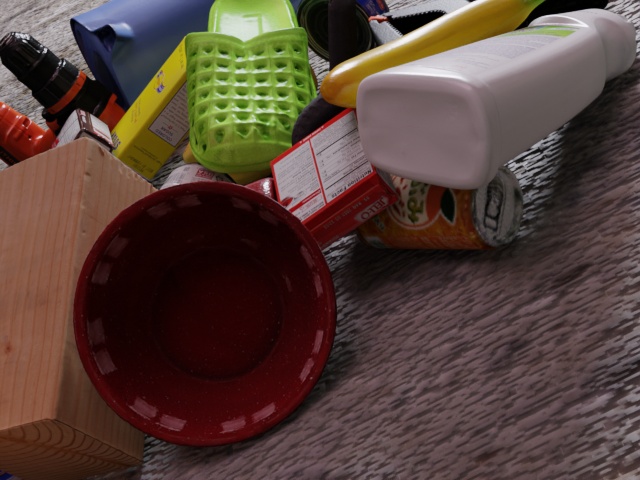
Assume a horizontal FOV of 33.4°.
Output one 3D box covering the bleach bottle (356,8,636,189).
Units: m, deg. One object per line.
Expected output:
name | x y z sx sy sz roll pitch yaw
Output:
bleach bottle | 0.139 -0.107 0.696 0.103 0.068 0.250 14 31 42

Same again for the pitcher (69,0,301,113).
pitcher | -0.137 -0.230 1.162 0.242 0.145 0.149 -32 33 -14

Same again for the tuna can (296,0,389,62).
tuna can | 0.021 -0.207 1.006 0.086 0.086 0.033 -6 39 40

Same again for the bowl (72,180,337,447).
bowl | -0.069 0.046 0.670 0.162 0.162 0.055 -33 -6 0

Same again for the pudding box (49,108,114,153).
pudding box | -0.242 -0.063 1.010 0.113 0.039 0.090 -56 24 8

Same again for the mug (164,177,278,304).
mug | -0.055 0.001 0.755 0.081 0.093 0.117 -21 28 11

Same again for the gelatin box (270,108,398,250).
gelatin box | 0.008 -0.039 0.703 0.073 0.030 0.089 -34 36 16

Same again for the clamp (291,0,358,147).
clamp | 0.022 -0.105 0.798 0.172 0.120 0.039 -53 24 15

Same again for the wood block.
wood block | -0.172 0.047 0.720 0.090 0.090 0.206 -18 54 25

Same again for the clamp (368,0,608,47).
clamp | 0.109 -0.161 0.883 0.210 0.036 0.164 13 50 45

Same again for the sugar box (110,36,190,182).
sugar box | -0.164 -0.102 1.012 0.176 0.048 0.093 -46 25 15

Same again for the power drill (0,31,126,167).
power drill | -0.289 -0.128 1.113 0.188 0.184 0.057 -11 43 48

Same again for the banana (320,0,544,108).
banana | 0.072 -0.132 0.732 0.197 0.037 0.070 -30 -12 -22
